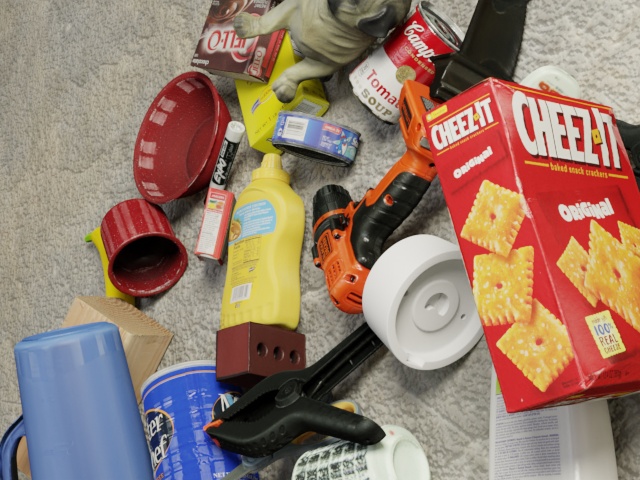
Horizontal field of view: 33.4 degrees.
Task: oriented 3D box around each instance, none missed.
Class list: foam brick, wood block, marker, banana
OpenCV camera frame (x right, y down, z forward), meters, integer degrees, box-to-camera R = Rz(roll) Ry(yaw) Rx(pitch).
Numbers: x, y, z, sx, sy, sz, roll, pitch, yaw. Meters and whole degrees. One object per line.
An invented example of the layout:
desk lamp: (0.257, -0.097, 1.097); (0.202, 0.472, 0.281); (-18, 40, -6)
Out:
foam brick: (-0.058, 0.115, 1.044); (0.051, 0.078, 0.053); (-19, 64, 41)
wood block: (-0.265, 0.174, 1.216); (0.091, 0.090, 0.206); (31, 99, 24)
marker: (-0.108, -0.080, 1.186); (0.020, 0.020, 0.121); (66, 146, 38)
banana: (-0.253, 0.048, 1.315); (0.070, 0.037, 0.198); (-60, 37, 40)

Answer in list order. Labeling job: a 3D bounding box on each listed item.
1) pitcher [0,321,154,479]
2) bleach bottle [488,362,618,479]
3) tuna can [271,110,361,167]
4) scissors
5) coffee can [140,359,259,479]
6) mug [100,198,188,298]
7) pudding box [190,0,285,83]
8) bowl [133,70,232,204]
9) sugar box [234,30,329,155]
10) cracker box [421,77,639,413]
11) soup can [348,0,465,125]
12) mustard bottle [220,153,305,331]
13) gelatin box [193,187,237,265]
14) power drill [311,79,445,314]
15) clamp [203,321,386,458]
pitcher: (-0.250, 0.213, 1.101); (0.145, 0.149, 0.243); (-8, 93, 59)
bleach bottle: (0.175, 0.122, 0.802); (0.103, 0.068, 0.251); (-18, 61, 44)
tuna can: (-0.005, -0.100, 1.063); (0.086, 0.086, 0.034); (11, 85, 49)
scissors: (-0.058, 0.189, 0.989); (0.202, 0.016, 0.096); (-24, 33, 1)
coffee can: (-0.118, 0.203, 1.054); (0.103, 0.102, 0.140); (-38, 51, 31)
mug: (-0.210, 0.014, 1.249); (0.081, 0.093, 0.117); (-120, 24, -46)
pudding box: (-0.087, -0.223, 1.166); (0.114, 0.039, 0.090); (17, 87, 51)
bowl: (-0.151, -0.113, 1.248); (0.162, 0.055, 0.162); (-20, 61, 41)
sugar box: (-0.052, -0.189, 1.178); (0.093, 0.048, 0.176); (-40, 50, 30)
cracker box: (0.170, 0.004, 0.742); (0.072, 0.163, 0.214); (-26, 70, 40)
soup can: (0.083, -0.166, 1.006); (0.102, 0.068, 0.068); (-43, 48, 27)
mustard bottle: (-0.057, 0.001, 1.100); (0.096, 0.058, 0.191); (-17, 63, 49)
gelatin box: (-0.113, -0.014, 1.154); (0.089, 0.030, 0.073); (115, 168, -84)
power drill: (0.055, -0.048, 0.967); (0.188, 0.057, 0.184); (-58, 25, 25)
clamp: (-0.017, 0.147, 0.939); (0.210, 0.036, 0.164); (-28, 24, 21)
